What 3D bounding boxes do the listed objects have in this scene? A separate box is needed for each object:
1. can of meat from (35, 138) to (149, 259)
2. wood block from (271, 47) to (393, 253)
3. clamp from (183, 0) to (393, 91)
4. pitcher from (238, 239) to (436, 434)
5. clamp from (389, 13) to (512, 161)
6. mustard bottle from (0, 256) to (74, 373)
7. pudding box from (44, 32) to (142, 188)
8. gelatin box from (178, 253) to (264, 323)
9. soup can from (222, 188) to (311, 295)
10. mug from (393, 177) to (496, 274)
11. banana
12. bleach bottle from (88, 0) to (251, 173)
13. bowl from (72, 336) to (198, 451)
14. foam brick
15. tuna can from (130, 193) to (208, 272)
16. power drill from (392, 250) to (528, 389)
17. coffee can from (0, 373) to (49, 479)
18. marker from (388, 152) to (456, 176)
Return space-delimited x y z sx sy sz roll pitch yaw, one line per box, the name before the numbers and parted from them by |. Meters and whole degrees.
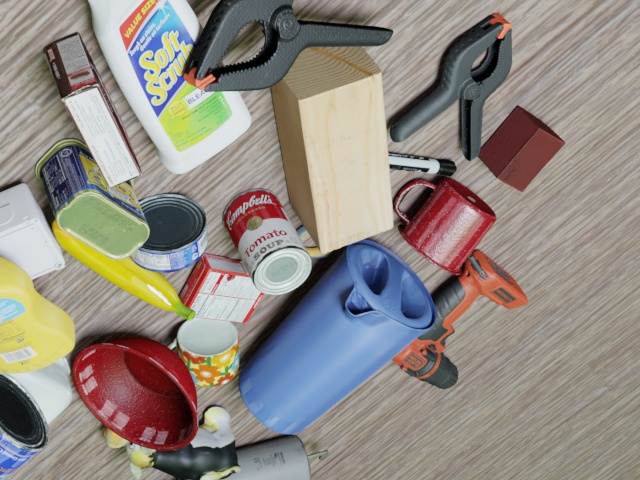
can of meat | -0.218 -0.038 1.033 0.057 0.084 0.102 -42 136 12
wood block | 0.013 -0.099 1.098 0.090 0.091 0.206 -20 136 -12
clamp | -0.038 -0.209 0.963 0.209 0.036 0.164 -33 123 -18
pitcher | 0.017 0.120 1.274 0.149 0.145 0.243 26 123 -30
clamp | 0.147 -0.164 1.149 0.120 0.039 0.172 -2 124 -33
mustard bottle | -0.314 0.060 1.010 0.096 0.058 0.191 -14 146 7
pudding box | -0.204 -0.116 0.965 0.039 0.090 0.113 -26 136 -4
gelatin box | -0.110 0.056 1.218 0.089 0.030 0.073 10 125 -35
soup can | -0.057 0.001 1.143 0.068 0.102 0.068 -15 135 -16
mug | 0.141 -0.027 1.247 0.117 0.093 0.081 35 106 -6
banana | -0.211 0.022 1.109 0.197 0.070 0.037 38 70 -39
bleach bottle | -0.157 -0.177 0.956 0.102 0.068 0.250 -34 135 -2
bowl | -0.199 0.163 1.215 0.162 0.055 0.162 14 131 17
foam brick | 0.231 -0.106 1.238 0.052 0.051 0.078 23 115 -40
tuna can | -0.158 -0.007 1.093 0.086 0.086 0.034 -15 136 -16
power drill | 0.178 0.111 1.404 0.188 0.057 0.184 -42 136 12
coffee can | -0.362 0.211 1.081 0.140 0.103 0.102 -39 136 8
marker | 0.105 -0.087 1.210 0.120 0.020 0.020 4 127 -31
